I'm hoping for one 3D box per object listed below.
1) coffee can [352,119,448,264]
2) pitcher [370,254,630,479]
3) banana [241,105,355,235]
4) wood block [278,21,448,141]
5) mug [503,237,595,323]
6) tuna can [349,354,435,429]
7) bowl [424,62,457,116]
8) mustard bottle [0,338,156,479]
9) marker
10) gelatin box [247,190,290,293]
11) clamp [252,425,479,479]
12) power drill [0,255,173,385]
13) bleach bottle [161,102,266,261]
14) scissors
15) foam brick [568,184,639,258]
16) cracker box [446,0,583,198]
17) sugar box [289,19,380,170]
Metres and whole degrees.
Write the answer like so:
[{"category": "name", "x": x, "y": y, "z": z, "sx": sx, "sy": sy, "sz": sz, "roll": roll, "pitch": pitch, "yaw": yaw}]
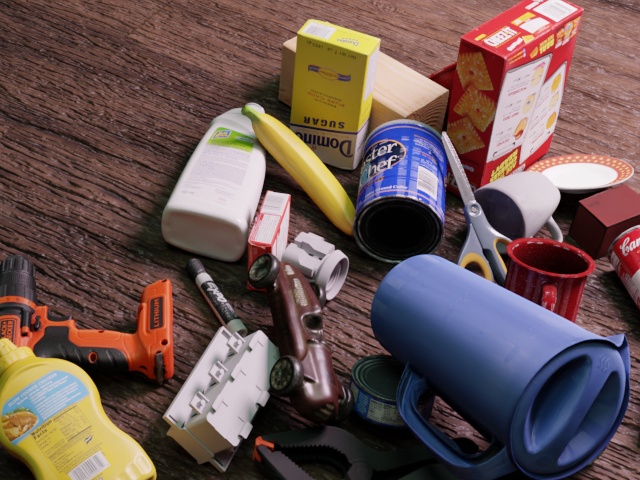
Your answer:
[{"category": "coffee can", "x": 0.094, "y": -0.057, "z": 1.230, "sx": 0.103, "sy": 0.103, "sz": 0.140, "roll": 8, "pitch": 44, "yaw": 2}, {"category": "pitcher", "x": 0.143, "y": 0.108, "z": 0.968, "sx": 0.149, "sy": 0.145, "sz": 0.243, "roll": 4, "pitch": 17, "yaw": -33}, {"category": "banana", "x": -0.021, "y": -0.082, "z": 1.260, "sx": 0.198, "sy": 0.037, "sz": 0.069, "roll": 46, "pitch": 22, "yaw": 2}, {"category": "wood block", "x": 0.052, "y": -0.187, "z": 1.372, "sx": 0.206, "sy": 0.091, "sz": 0.090, "roll": 35, "pitch": 50, "yaw": 27}, {"category": "mug", "x": 0.234, "y": 0.057, "z": 1.120, "sx": 0.093, "sy": 0.081, "sz": 0.117, "roll": 9, "pitch": 24, "yaw": 3}, {"category": "tuna can", "x": 0.070, "y": 0.148, "z": 1.043, "sx": 0.086, "sy": 0.034, "sz": 0.086, "roll": 8, "pitch": 24, "yaw": -4}, {"category": "bowl", "x": 0.201, "y": -0.204, "z": 1.393, "sx": 0.161, "sy": 0.162, "sz": 0.055, "roll": -22, "pitch": 89, "yaw": -27}, {"category": "mustard bottle", "x": -0.238, "y": 0.164, "z": 0.957, "sx": 0.096, "sy": 0.058, "sz": 0.192, "roll": -35, "pitch": 71, "yaw": -18}, {"category": "marker", "x": -0.114, "y": 0.061, "z": 1.143, "sx": 0.020, "sy": 0.020, "sz": 0.121, "roll": -19, "pitch": 49, "yaw": -24}, {"category": "gelatin box", "x": -0.058, "y": 0.002, "z": 1.173, "sx": 0.030, "sy": 0.073, "sz": 0.089, "roll": 11, "pitch": 44, "yaw": 6}, {"category": "clamp", "x": 0.043, "y": 0.216, "z": 0.983, "sx": 0.210, "sy": 0.036, "sz": 0.164, "roll": 22, "pitch": 44, "yaw": 11}, {"category": "power drill", "x": -0.243, "y": 0.084, "z": 1.080, "sx": 0.187, "sy": 0.057, "sz": 0.184, "roll": -4, "pitch": 48, "yaw": -6}, {"category": "bleach bottle", "x": -0.104, "y": -0.084, "z": 1.268, "sx": 0.102, "sy": 0.068, "sz": 0.250, "roll": 15, "pitch": 41, "yaw": 4}, {"category": "scissors", "x": 0.159, "y": -0.017, "z": 1.190, "sx": 0.096, "sy": 0.016, "sz": 0.202, "roll": -34, "pitch": 86, "yaw": -16}, {"category": "foam brick", "x": 0.343, "y": -0.023, "z": 1.259, "sx": 0.078, "sy": 0.051, "sz": 0.053, "roll": -19, "pitch": 48, "yaw": -24}, {"category": "cracker box", "x": 0.224, "y": -0.171, "z": 1.283, "sx": 0.072, "sy": 0.214, "sz": 0.163, "roll": 33, "pitch": 49, "yaw": 28}, {"category": "sugar box", "x": 0.014, "y": -0.173, "z": 1.289, "sx": 0.093, "sy": 0.176, "sz": 0.048, "roll": 20, "pitch": 43, "yaw": 15}]
